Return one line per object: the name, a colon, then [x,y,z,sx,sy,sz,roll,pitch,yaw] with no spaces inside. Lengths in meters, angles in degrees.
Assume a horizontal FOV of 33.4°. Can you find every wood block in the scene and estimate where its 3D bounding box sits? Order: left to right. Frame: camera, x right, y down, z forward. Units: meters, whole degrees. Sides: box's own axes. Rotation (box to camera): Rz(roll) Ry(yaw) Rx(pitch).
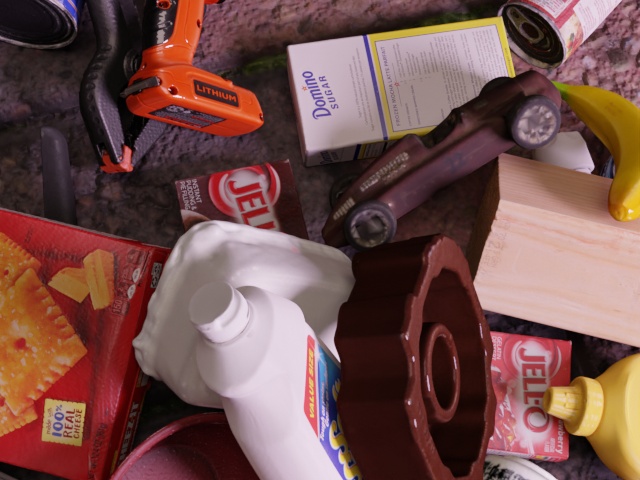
wood block: [0.217,0.015,0.776,0.206,0.090,0.090,14,28,1]

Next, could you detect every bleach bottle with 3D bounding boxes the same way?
bleach bottle: [-0.014,0.115,0.660,0.068,0.250,0.102,-6,51,25]

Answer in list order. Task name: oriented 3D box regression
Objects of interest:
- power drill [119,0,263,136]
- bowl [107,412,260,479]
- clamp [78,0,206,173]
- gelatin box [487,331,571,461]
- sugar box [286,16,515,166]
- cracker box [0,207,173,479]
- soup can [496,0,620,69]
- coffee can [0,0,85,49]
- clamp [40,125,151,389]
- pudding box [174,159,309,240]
power drill: [-0.082,-0.180,0.831,0.184,0.057,0.187,9,76,-39]
bowl: [-0.092,0.187,0.712,0.161,0.055,0.162,-6,101,-34]
clamp: [-0.153,-0.141,0.822,0.120,0.039,0.171,25,69,-36]
gelatin box: [0.145,0.114,0.787,0.073,0.030,0.089,7,72,-1]
sugar box: [0.066,-0.118,0.852,0.176,0.048,0.093,-9,75,-3]
cracker box: [-0.222,0.060,0.732,0.214,0.072,0.164,13,88,7]
soup can: [0.202,-0.199,0.874,0.068,0.068,0.102,41,74,10]
coffee can: [-0.225,-0.238,0.844,0.103,0.103,0.140,11,71,0]
clamp: [-0.194,0.025,0.790,0.210,0.036,0.164,39,82,8]
pudding box: [-0.055,0.001,0.808,0.090,0.039,0.113,-12,73,-8]
